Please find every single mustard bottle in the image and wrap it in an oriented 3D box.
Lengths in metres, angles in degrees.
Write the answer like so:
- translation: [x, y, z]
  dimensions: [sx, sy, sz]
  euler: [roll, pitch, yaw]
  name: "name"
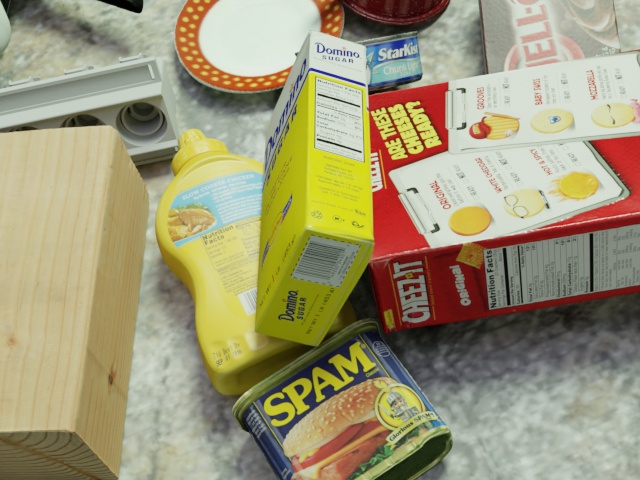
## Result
- translation: [-0.055, 0.001, 0.692]
  dimensions: [0.096, 0.058, 0.192]
  euler: [-19, 59, -11]
  name: "mustard bottle"

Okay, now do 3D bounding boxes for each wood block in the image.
- translation: [-0.170, 0.039, 0.672]
  dimensions: [0.090, 0.091, 0.206]
  euler: [-3, 59, 7]
  name: "wood block"

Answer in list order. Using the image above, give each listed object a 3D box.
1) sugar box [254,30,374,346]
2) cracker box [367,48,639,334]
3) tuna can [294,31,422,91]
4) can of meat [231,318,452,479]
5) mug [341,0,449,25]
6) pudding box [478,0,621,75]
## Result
- translation: [-0.005, -0.036, 0.636]
  dimensions: [0.048, 0.093, 0.176]
  euler: [13, 44, -16]
  name: "sugar box"
- translation: [0.130, -0.035, 0.654]
  dimensions: [0.214, 0.072, 0.164]
  euler: [-10, 40, 5]
  name: "cracker box"
- translation: [0.027, -0.120, 0.735]
  dimensions: [0.086, 0.086, 0.034]
  euler: [-9, 100, 4]
  name: "tuna can"
- translation: [0.014, 0.109, 0.620]
  dimensions: [0.102, 0.057, 0.084]
  euler: [-32, 62, -9]
  name: "can of meat"
- translation: [0.047, -0.215, 0.773]
  dimensions: [0.117, 0.081, 0.093]
  euler: [-17, 60, -16]
  name: "mug"
- translation: [0.156, -0.149, 0.740]
  dimensions: [0.090, 0.039, 0.113]
  euler: [-6, 75, 6]
  name: "pudding box"
